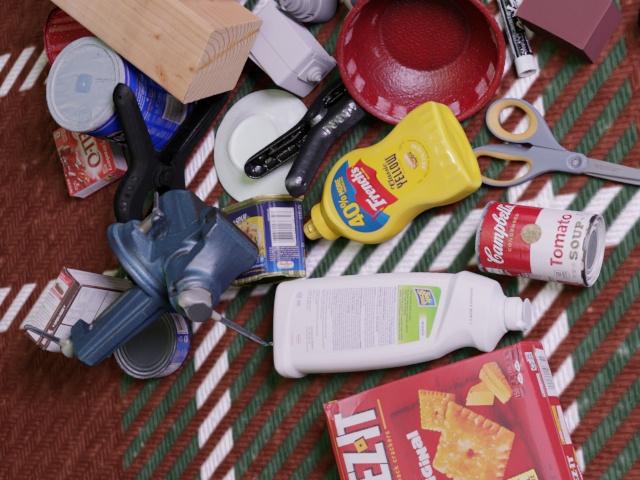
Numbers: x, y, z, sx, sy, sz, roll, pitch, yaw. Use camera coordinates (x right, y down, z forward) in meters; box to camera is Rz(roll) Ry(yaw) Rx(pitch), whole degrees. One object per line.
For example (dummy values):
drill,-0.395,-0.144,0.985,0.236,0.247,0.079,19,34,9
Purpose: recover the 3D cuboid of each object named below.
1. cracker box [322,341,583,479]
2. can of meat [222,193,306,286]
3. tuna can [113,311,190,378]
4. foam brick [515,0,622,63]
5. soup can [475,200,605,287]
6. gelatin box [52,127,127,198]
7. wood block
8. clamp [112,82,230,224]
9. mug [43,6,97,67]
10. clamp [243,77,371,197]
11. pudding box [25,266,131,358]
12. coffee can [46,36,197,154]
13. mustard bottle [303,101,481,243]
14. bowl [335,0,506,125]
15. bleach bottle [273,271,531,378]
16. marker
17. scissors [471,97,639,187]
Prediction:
cracker box,0.122,0.201,0.989,0.214,0.072,0.164,-21,73,25
can of meat,-0.057,0.001,1.105,0.102,0.057,0.084,-16,77,58
tuna can,-0.188,0.111,1.189,0.086,0.033,0.086,-3,83,26
foam brick,0.232,-0.210,0.996,0.078,0.051,0.053,36,100,27
soup can,0.201,0.003,0.975,0.102,0.068,0.068,9,87,28
gelatin box,-0.273,-0.105,1.267,0.073,0.030,0.089,-26,72,23
wood block,-0.176,-0.243,1.110,0.206,0.090,0.090,38,123,16
clamp,-0.184,-0.081,1.157,0.036,0.164,0.210,30,107,31
mug,-0.259,-0.242,1.253,0.082,0.093,0.117,-4,45,23
clamp,-0.007,-0.115,1.098,0.171,0.039,0.120,-50,35,-17
pudding box,-0.259,0.082,1.187,0.039,0.113,0.090,36,100,30
coffee can,-0.217,-0.156,1.180,0.103,0.140,0.103,-4,82,28
mustard bottle,0.060,-0.051,1.057,0.192,0.058,0.096,-31,74,29
bowl,0.098,-0.189,1.034,0.162,0.162,0.055,-19,32,25
bleach bottle,0.078,0.083,1.035,0.251,0.068,0.102,-3,82,26
marker,0.186,-0.218,1.040,0.020,0.020,0.121,-20,74,25
scissors,0.233,-0.091,1.000,0.202,0.016,0.096,-1,83,28
